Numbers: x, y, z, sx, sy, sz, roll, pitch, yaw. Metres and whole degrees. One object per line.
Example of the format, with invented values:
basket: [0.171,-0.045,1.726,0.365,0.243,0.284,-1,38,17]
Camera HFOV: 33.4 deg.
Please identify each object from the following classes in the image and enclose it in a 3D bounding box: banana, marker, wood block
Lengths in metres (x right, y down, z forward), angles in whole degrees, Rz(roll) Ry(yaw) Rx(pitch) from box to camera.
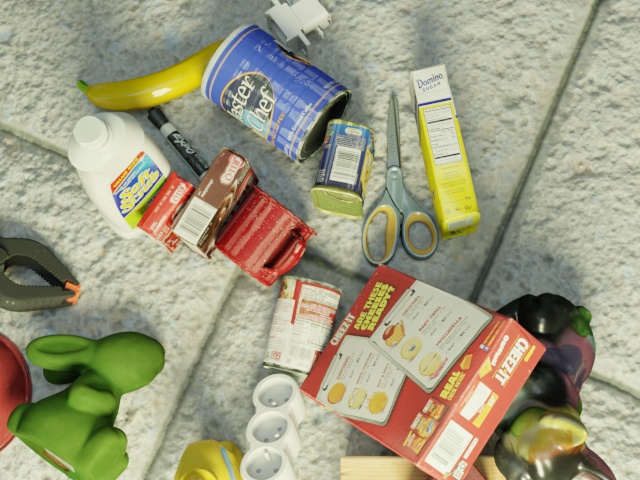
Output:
banana: [-0.192,-0.191,1.257,0.198,0.037,0.069,-14,61,0]
marker: [-0.163,-0.110,1.252,0.020,0.020,0.121,-39,78,-4]
wood block: [0.126,0.271,1.114,0.206,0.090,0.091,-1,77,5]

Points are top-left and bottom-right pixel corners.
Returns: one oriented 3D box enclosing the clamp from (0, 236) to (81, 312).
clamp: [-0.377,0.033,1.200,0.210,0.036,0.164,26,50,-5]

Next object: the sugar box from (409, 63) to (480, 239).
sugar box: [0.136,-0.097,1.187,0.048,0.093,0.176,-14,77,1]

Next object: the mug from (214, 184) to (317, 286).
mug: [-0.058,0.001,1.178,0.081,0.093,0.117,-52,41,-2]

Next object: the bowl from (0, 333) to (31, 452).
bowl: [-0.411,0.172,1.197,0.162,0.055,0.162,-1,79,5]

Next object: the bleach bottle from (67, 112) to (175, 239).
bleach bottle: [-0.217,-0.074,1.130,0.102,0.251,0.068,-40,78,-4]

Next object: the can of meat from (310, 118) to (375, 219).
can of meat: [0.028,-0.079,1.188,0.057,0.102,0.084,11,78,7]

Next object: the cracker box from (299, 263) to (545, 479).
cracker box: [0.097,0.130,1.072,0.072,0.214,0.164,39,81,-33]

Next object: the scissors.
scissors: [0.102,-0.063,1.222,0.096,0.016,0.201,15,80,6]

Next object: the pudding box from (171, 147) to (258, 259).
pudding box: [-0.116,-0.040,1.198,0.039,0.090,0.113,32,83,11]

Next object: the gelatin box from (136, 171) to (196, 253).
gelatin box: [-0.165,-0.030,1.200,0.030,0.089,0.073,33,83,11]

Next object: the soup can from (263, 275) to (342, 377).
soup can: [-0.020,0.096,1.173,0.068,0.068,0.102,12,80,7]

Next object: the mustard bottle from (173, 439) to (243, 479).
mustard bottle: [-0.110,0.252,1.085,0.058,0.191,0.096,-9,78,3]

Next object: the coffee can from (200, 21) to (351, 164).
coffee can: [-0.050,-0.167,1.212,0.140,0.103,0.103,36,83,10]
